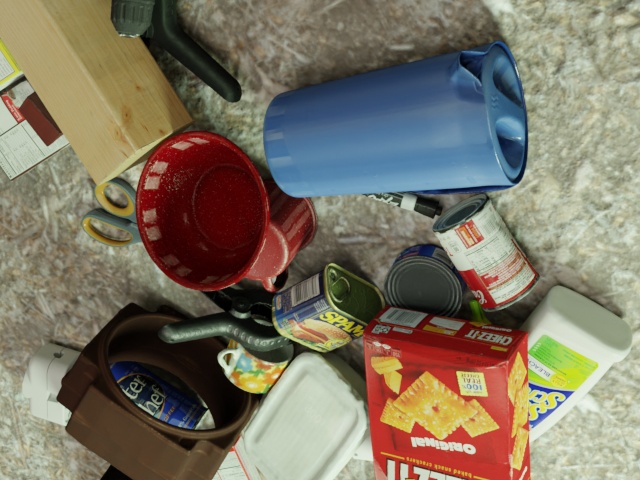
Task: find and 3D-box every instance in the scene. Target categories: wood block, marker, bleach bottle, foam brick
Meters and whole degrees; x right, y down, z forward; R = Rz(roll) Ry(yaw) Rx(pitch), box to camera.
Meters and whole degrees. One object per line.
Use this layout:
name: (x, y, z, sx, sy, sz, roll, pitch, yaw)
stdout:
wood block: (-0.234, -0.175, 1.090, 0.091, 0.090, 0.206, -31, 93, 45)
marker: (0.070, -0.048, 1.121, 0.121, 0.020, 0.020, 19, 121, 10)
bleach bottle: (0.225, 0.168, 1.151, 0.102, 0.068, 0.251, 31, 124, 5)
foam brick: (-0.278, -0.149, 1.156, 0.053, 0.078, 0.051, 51, 153, -10)

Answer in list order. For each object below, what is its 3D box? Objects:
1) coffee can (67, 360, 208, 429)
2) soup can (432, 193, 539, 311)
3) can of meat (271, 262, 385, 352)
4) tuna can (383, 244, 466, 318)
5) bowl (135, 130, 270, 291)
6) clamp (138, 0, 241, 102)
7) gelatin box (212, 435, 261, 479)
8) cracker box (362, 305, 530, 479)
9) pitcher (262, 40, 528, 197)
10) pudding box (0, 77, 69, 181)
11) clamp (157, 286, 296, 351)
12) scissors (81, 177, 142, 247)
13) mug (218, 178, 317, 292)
coffee can: (-0.224, 0.213, 1.316, 0.140, 0.102, 0.103, 33, 122, 2)
soup can: (0.168, 0.012, 1.087, 0.069, 0.068, 0.102, -28, 104, 30)
can of meat: (0.009, 0.077, 1.168, 0.084, 0.057, 0.102, -27, 141, 32)
tuna can: (0.113, 0.048, 1.146, 0.086, 0.033, 0.086, 9, 119, 16)
bowl: (-0.109, -0.032, 1.085, 0.162, 0.055, 0.162, 4, 99, 29)
clamp: (-0.188, -0.218, 1.119, 0.165, 0.036, 0.210, -16, 107, 33)
gelatin box: (-0.120, 0.295, 1.363, 0.073, 0.030, 0.089, -15, 110, 25)
cracker box: (0.134, 0.187, 1.130, 0.164, 0.072, 0.214, 9, 118, 29)
pitcher: (0.076, -0.101, 1.038, 0.243, 0.144, 0.149, -6, 102, 27)
pudding box: (-0.335, -0.131, 1.219, 0.114, 0.039, 0.090, -25, 106, 31)
clamp: (-0.100, 0.074, 1.210, 0.171, 0.120, 0.039, 11, 142, -20)
scissors: (-0.186, -0.019, 1.233, 0.202, 0.016, 0.096, 9, 119, 16)
mug: (-0.058, 0.001, 1.157, 0.093, 0.081, 0.117, 1, 116, 20)
